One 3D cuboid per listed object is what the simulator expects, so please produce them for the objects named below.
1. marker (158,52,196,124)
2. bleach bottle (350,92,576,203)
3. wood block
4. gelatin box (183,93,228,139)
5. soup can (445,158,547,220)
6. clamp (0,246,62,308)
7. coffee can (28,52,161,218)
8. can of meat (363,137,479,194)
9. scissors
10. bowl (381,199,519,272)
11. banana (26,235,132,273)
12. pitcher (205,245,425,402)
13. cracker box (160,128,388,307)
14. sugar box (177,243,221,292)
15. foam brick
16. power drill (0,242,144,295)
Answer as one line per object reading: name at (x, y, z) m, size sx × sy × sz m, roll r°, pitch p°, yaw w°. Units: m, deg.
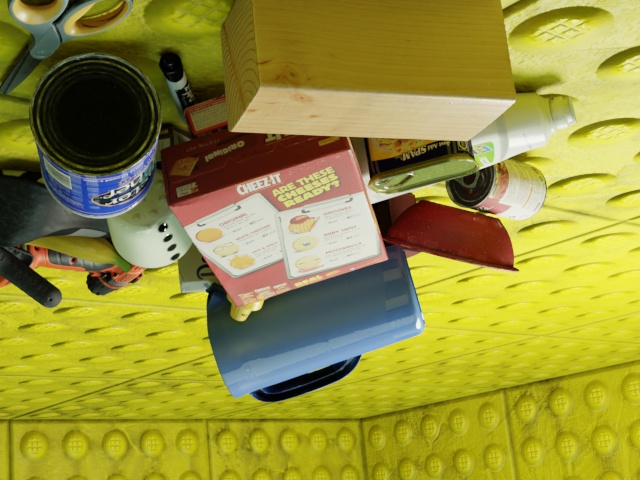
marker at (-0.122, -0.131, 0.925) m, size 0.020 × 0.020 × 0.121 m, roll -6°, pitch 165°, yaw 0°
bleach bottle at (0.129, -0.095, 1.065) m, size 0.251 × 0.068 × 0.102 m, roll -13°, pitch 162°, yaw 19°
wood block at (0.035, -0.136, 0.829) m, size 0.205 × 0.091 × 0.090 m, roll 0°, pitch 164°, yaw -19°
gelatin box at (-0.075, -0.109, 0.970) m, size 0.089 × 0.030 × 0.073 m, roll -20°, pitch 165°, yaw -3°
soup can at (0.197, -0.062, 1.191) m, size 0.102 × 0.068 × 0.069 m, roll 10°, pitch 158°, yaw -44°
clamp at (-0.361, 0.008, 1.157) m, size 0.171 × 0.039 × 0.120 m, roll 41°, pitch 172°, yaw -30°
coffee can at (-0.187, -0.084, 0.897) m, size 0.102 × 0.103 × 0.140 m, roll -2°, pitch 168°, yaw -11°
can of meat at (0.089, -0.097, 0.993) m, size 0.102 × 0.084 × 0.057 m, roll -14°, pitch 165°, yaw 21°
scissors at (-0.223, -0.155, 0.808) m, size 0.202 × 0.016 × 0.096 m, roll -19°, pitch 162°, yaw 38°
bowl at (0.151, -0.009, 1.202) m, size 0.162 × 0.055 × 0.162 m, roll 14°, pitch -176°, yaw -1°
banana at (-0.308, -0.002, 1.211) m, size 0.198 × 0.037 × 0.069 m, roll 14°, pitch 141°, yaw 26°
pitcher at (-0.004, 0.096, 1.246) m, size 0.243 × 0.145 × 0.149 m, roll -16°, pitch 169°, yaw 4°
cracker box at (-0.037, -0.031, 0.998) m, size 0.164 × 0.072 × 0.213 m, roll -18°, pitch 150°, yaw 4°
sugar box at (-0.087, 0.009, 1.302) m, size 0.176 × 0.093 × 0.048 m, roll -4°, pitch 160°, yaw -7°
foam brick at (0.085, -0.017, 1.300) m, size 0.051 × 0.078 × 0.053 m, roll 8°, pitch 158°, yaw -38°
power drill at (-0.322, 0.030, 1.371) m, size 0.187 × 0.057 × 0.185 m, roll 1°, pitch 160°, yaw -32°
